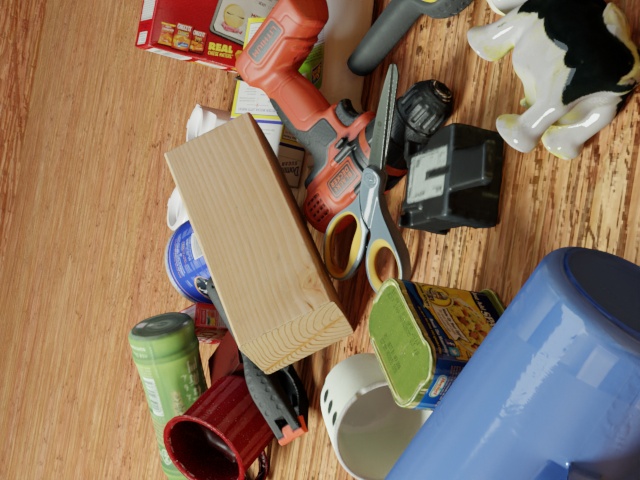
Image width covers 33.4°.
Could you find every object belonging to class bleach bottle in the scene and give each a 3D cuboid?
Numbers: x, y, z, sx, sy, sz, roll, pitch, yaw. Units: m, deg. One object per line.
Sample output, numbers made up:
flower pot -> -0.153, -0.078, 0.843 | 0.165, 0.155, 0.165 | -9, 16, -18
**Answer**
bleach bottle -> 0.008, -0.183, 1.029 | 0.103, 0.068, 0.251 | 170, 106, -64

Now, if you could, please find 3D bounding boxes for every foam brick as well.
foam brick -> -0.077, 0.127, 1.100 | 0.078, 0.051, 0.053 | -54, 36, 43

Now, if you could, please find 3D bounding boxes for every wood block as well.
wood block -> -0.056, 0.001, 0.962 | 0.206, 0.091, 0.090 | 65, -177, 26

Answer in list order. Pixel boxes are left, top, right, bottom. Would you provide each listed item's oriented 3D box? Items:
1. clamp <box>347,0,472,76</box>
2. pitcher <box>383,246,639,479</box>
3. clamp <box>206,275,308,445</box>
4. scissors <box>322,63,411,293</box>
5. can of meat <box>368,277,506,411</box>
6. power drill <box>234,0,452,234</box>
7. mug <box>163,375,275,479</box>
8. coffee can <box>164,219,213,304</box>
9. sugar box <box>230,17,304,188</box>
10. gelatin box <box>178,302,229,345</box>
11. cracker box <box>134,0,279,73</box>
clamp -> 0.091, -0.238, 0.899 | 0.210, 0.036, 0.164 | -11, 69, 61
pitcher -> 0.117, 0.132, 0.598 | 0.149, 0.144, 0.243 | 46, 122, 33
clamp -> -0.046, 0.114, 1.019 | 0.039, 0.120, 0.171 | -33, 64, 23
scissors -> 0.055, -0.034, 0.857 | 0.096, 0.016, 0.202 | 43, 132, 22
can of meat -> 0.087, 0.074, 0.733 | 0.057, 0.083, 0.102 | -65, 29, 29
power drill -> 0.014, -0.124, 0.921 | 0.185, 0.057, 0.188 | -46, 66, 37
mug -> -0.087, 0.195, 1.045 | 0.093, 0.117, 0.081 | -19, 17, 40
coffee can -> -0.092, 0.007, 1.116 | 0.141, 0.102, 0.103 | -27, 56, 60
sugar box -> -0.050, -0.147, 1.136 | 0.094, 0.048, 0.176 | 12, 94, 49
gelatin box -> -0.119, 0.094, 1.175 | 0.089, 0.073, 0.030 | -29, 56, 59
cracker box -> -0.105, -0.300, 1.191 | 0.072, 0.164, 0.214 | 16, 95, 63
